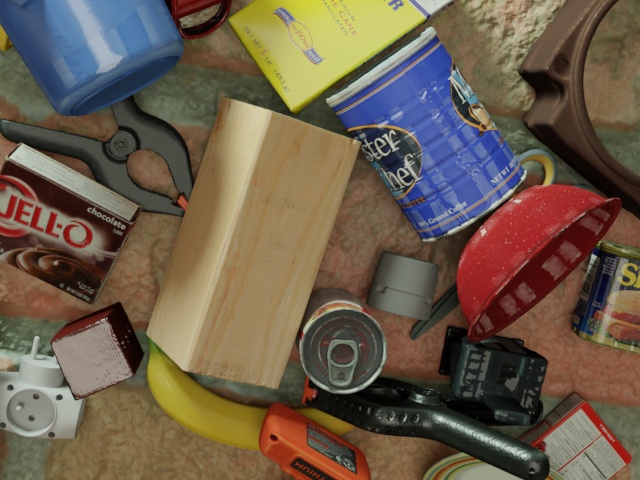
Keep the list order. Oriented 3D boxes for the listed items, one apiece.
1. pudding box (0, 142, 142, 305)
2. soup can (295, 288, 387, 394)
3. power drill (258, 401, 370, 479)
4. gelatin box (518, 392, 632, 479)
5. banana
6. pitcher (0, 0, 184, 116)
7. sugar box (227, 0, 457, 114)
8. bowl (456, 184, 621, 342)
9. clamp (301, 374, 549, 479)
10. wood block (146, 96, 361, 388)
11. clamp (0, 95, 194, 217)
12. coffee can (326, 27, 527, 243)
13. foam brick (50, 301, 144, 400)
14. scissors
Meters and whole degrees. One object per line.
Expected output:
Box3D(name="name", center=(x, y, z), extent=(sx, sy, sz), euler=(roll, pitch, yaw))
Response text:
Box3D(name="pudding box", center=(-0.213, -0.013, 0.859), extent=(0.113, 0.039, 0.090), euler=(27, 120, -9))
Box3D(name="soup can", center=(0.014, 0.079, 0.872), extent=(0.068, 0.102, 0.068), euler=(-1, 97, -5))
Box3D(name="power drill", center=(-0.062, 0.226, 0.889), extent=(0.184, 0.057, 0.188), euler=(31, 110, -15))
Box3D(name="gelatin box", center=(0.216, 0.190, 0.940), extent=(0.089, 0.030, 0.073), euler=(-40, 100, 2))
Box3D(name="banana", center=(-0.068, 0.142, 0.907), extent=(0.197, 0.037, 0.069), euler=(23, 95, -7))
Box3D(name="pitcher", center=(-0.205, -0.216, 0.771), extent=(0.149, 0.145, 0.243), euler=(-30, 93, -23))
Box3D(name="sugar box", center=(0.023, -0.190, 0.865), extent=(0.176, 0.048, 0.093), euler=(-35, 93, 3))
Box3D(name="bowl", center=(0.162, 0.008, 0.851), extent=(0.162, 0.162, 0.055), euler=(-42, 71, 1))
Box3D(name="clamp", center=(0.088, 0.144, 0.868), extent=(0.210, 0.164, 0.036), euler=(10, 98, 2))
Box3D(name="wood block", center=(-0.055, 0.001, 0.852), extent=(0.090, 0.091, 0.206), euler=(16, 96, -30))
Box3D(name="clamp", center=(-0.160, -0.090, 0.869), extent=(0.171, 0.039, 0.120), euler=(35, 98, -14))
Box3D(name="coffee can", center=(0.085, -0.084, 0.857), extent=(0.103, 0.103, 0.140), euler=(-35, 99, 0))
Box3D(name="foam brick", center=(-0.181, 0.088, 0.870), extent=(0.051, 0.078, 0.053), euler=(-22, 98, 0))
Box3D(name="scissors", center=(0.144, -0.003, 0.915), extent=(0.201, 0.016, 0.096), euler=(-29, 101, -1))
